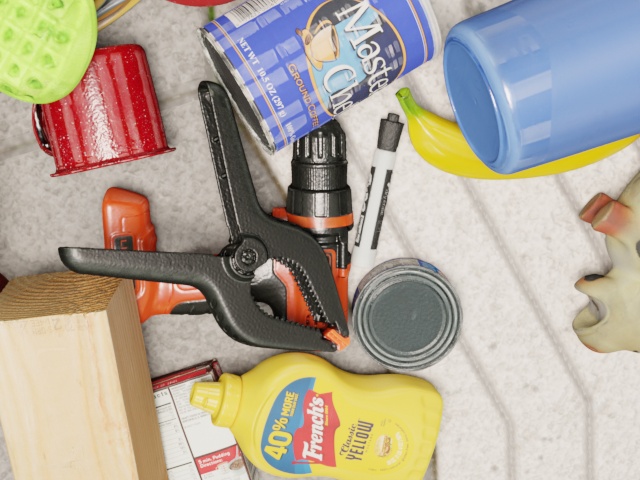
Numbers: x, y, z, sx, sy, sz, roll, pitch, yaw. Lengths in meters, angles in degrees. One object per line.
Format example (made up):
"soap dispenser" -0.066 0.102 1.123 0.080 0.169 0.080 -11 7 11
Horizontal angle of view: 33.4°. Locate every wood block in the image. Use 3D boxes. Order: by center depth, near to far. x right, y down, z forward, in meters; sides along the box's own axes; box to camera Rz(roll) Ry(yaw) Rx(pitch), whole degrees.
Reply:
"wood block" -0.171 0.132 0.771 0.090 0.091 0.206 -6 109 2

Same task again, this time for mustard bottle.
"mustard bottle" -0.007 0.137 0.824 0.191 0.058 0.096 15 102 -15

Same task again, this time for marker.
"marker" 0.044 -0.038 0.824 0.020 0.020 0.121 11 102 -3

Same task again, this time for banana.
"banana" 0.150 -0.075 0.799 0.197 0.037 0.070 1 139 -6

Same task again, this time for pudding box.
"pudding box" -0.109 0.161 0.855 0.090 0.039 0.113 -18 100 3

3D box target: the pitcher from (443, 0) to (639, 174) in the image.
"pitcher" 0.208 -0.142 0.732 0.242 0.149 0.145 -20 115 -8

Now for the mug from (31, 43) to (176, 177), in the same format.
"mug" -0.169 -0.094 0.782 0.117 0.093 0.081 -7 99 38

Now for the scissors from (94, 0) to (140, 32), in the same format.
"scissors" -0.213 -0.132 0.767 0.202 0.096 0.016 -33 91 3

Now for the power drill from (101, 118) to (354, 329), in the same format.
"power drill" -0.068 -0.004 0.810 0.187 0.057 0.184 0 102 -1

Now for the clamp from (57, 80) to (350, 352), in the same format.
"clamp" -0.055 0.001 0.755 0.209 0.036 0.164 35 78 -18

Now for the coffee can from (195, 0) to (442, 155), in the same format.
"coffee can" -0.001 -0.138 0.747 0.140 0.103 0.103 -32 101 -6

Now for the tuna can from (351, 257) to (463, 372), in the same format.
"tuna can" 0.067 0.057 0.837 0.086 0.034 0.086 0 102 -1
